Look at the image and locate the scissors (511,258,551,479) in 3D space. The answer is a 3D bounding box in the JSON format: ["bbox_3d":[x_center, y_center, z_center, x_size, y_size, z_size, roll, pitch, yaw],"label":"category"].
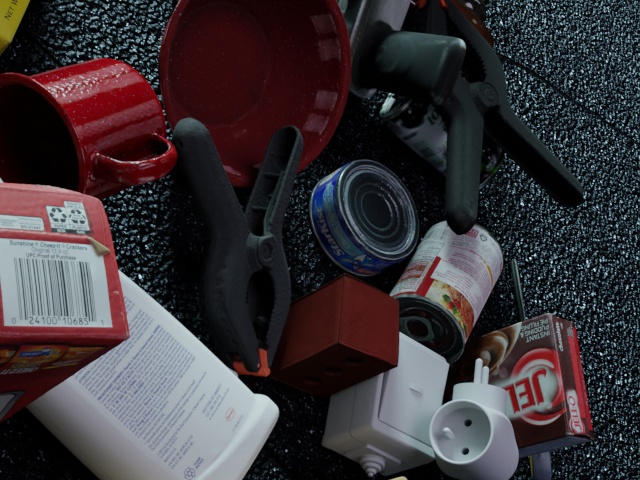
[{"bbox_3d":[0.169,0.091,0.858,0.016,0.096,0.202,-3,66,3],"label":"scissors"}]

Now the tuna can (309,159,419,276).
[{"bbox_3d":[0.035,-0.018,0.817,0.086,0.034,0.086,20,57,-34],"label":"tuna can"}]

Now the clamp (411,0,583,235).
[{"bbox_3d":[0.133,-0.105,0.866,0.164,0.036,0.210,-3,70,-42],"label":"clamp"}]

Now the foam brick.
[{"bbox_3d":[0.009,0.066,0.720,0.052,0.078,0.051,26,52,-31],"label":"foam brick"}]

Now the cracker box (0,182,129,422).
[{"bbox_3d":[-0.205,0.044,0.440,0.163,0.214,0.072,4,65,-41],"label":"cracker box"}]

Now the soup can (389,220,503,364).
[{"bbox_3d":[0.094,0.038,0.817,0.068,0.069,0.102,48,45,-13],"label":"soup can"}]

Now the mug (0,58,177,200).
[{"bbox_3d":[-0.137,-0.059,0.633,0.081,0.117,0.093,-31,131,-51],"label":"mug"}]

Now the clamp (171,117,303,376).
[{"bbox_3d":[-0.054,0.001,0.684,0.120,0.039,0.171,9,80,-50],"label":"clamp"}]

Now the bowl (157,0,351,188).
[{"bbox_3d":[-0.056,-0.120,0.745,0.161,0.055,0.162,-12,109,-38],"label":"bowl"}]

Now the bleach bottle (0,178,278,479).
[{"bbox_3d":[-0.137,0.047,0.595,0.250,0.068,0.102,50,46,-16],"label":"bleach bottle"}]

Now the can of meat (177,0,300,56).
[{"bbox_3d":[-0.057,-0.201,0.813,0.083,0.058,0.102,31,51,-24],"label":"can of meat"}]

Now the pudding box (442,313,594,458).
[{"bbox_3d":[0.140,0.113,0.787,0.039,0.114,0.090,18,58,-39],"label":"pudding box"}]
